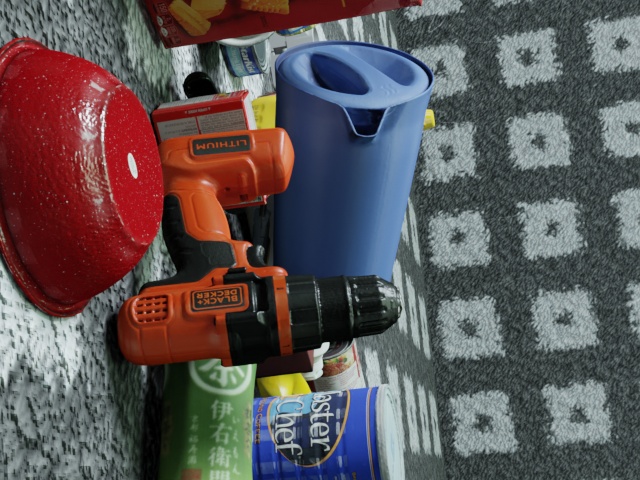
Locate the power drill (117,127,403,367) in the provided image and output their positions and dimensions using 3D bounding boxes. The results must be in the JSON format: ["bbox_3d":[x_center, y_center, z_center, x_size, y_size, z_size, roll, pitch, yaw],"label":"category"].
[{"bbox_3d":[-0.046,0.001,0.735,0.187,0.184,0.057,-100,-174,-45],"label":"power drill"}]

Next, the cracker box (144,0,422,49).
[{"bbox_3d":[-0.040,-0.239,0.795,0.072,0.214,0.164,-87,165,-44],"label":"cracker box"}]

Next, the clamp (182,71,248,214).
[{"bbox_3d":[-0.084,-0.091,0.935,0.171,0.039,0.120,-97,175,-80],"label":"clamp"}]

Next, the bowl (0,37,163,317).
[{"bbox_3d":[-0.131,-0.039,0.608,0.162,0.055,0.162,-8,90,-79],"label":"bowl"}]

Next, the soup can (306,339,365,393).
[{"bbox_3d":[0.015,0.156,1.230,0.068,0.068,0.102,-79,160,-59],"label":"soup can"}]

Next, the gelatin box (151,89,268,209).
[{"bbox_3d":[-0.084,-0.067,0.831,0.030,0.073,0.089,-75,155,-65],"label":"gelatin box"}]

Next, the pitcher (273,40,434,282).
[{"bbox_3d":[0.018,-0.051,0.954,0.149,0.145,0.243,-32,138,-44],"label":"pitcher"}]

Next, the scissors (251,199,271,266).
[{"bbox_3d":[-0.056,0.001,0.953,0.202,0.016,0.096,96,4,-55],"label":"scissors"}]

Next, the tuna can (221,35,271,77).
[{"bbox_3d":[-0.077,-0.209,1.080,0.086,0.034,0.086,-7,90,-80],"label":"tuna can"}]

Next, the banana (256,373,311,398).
[{"bbox_3d":[-0.033,0.155,1.047,0.197,0.037,0.069,57,24,-74],"label":"banana"}]

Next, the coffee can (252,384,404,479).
[{"bbox_3d":[-0.007,0.178,0.891,0.102,0.140,0.103,-7,90,-79],"label":"coffee can"}]
